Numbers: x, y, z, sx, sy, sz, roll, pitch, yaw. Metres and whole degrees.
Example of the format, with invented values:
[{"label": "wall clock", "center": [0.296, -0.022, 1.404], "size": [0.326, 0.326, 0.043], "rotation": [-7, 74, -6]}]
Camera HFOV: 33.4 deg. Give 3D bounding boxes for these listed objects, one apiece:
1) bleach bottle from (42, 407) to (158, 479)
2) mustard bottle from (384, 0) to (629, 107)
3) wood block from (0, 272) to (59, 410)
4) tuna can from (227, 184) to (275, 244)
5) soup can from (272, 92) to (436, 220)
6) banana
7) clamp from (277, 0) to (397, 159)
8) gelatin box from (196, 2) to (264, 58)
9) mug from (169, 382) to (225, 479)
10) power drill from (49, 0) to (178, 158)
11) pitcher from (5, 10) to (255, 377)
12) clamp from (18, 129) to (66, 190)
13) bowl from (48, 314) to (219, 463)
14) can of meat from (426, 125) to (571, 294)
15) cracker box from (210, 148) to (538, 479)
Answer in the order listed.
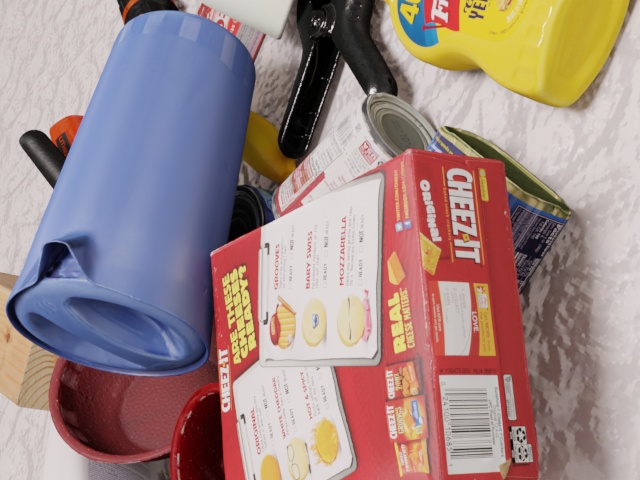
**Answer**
[{"label": "bleach bottle", "center": [-0.170, 0.177, 0.853], "size": [0.068, 0.102, 0.251], "rotation": [-42, 30, 19]}, {"label": "mustard bottle", "center": [0.095, -0.150, 0.653], "size": [0.192, 0.058, 0.096], "rotation": [32, 105, 51]}, {"label": "wood block", "center": [-0.280, 0.093, 1.027], "size": [0.206, 0.090, 0.091], "rotation": [16, 92, 52]}, {"label": "tuna can", "center": [-0.055, 0.001, 0.817], "size": [0.086, 0.033, 0.086], "rotation": [-19, 65, 48]}, {"label": "soup can", "center": [0.024, -0.040, 0.702], "size": [0.102, 0.068, 0.068], "rotation": [-44, 49, 35]}, {"label": "banana", "center": [-0.079, -0.078, 0.872], "size": [0.198, 0.037, 0.069], "rotation": [1, 94, 52]}, {"label": "clamp", "center": [0.017, -0.150, 0.767], "size": [0.120, 0.039, 0.171], "rotation": [-8, 73, 47]}, {"label": "gelatin box", "center": [-0.072, -0.193, 0.897], "size": [0.073, 0.030, 0.089], "rotation": [41, 112, 48]}, {"label": "mug", "center": [-0.039, 0.155, 0.713], "size": [0.093, 0.081, 0.117], "rotation": [-53, 44, 27]}, {"label": "power drill", "center": [-0.189, -0.149, 1.009], "size": [0.188, 0.057, 0.184], "rotation": [-54, 43, 27]}, {"label": "pitcher", "center": [-0.116, -0.031, 0.748], "size": [0.149, 0.144, 0.242], "rotation": [-40, 33, 54]}, {"label": "clamp", "center": [-0.197, -0.014, 0.952], "size": [0.210, 0.036, 0.164], "rotation": [11, 119, 42]}, {"label": "bowl", "center": [-0.123, 0.109, 0.818], "size": [0.162, 0.055, 0.162], "rotation": [-11, 49, 13]}, {"label": "can of meat", "center": [0.087, -0.009, 0.624], "size": [0.084, 0.057, 0.102], "rotation": [-60, 40, 18]}, {"label": "cracker box", "center": [0.019, 0.061, 0.590], "size": [0.214, 0.072, 0.164], "rotation": [-26, 65, 55]}]
